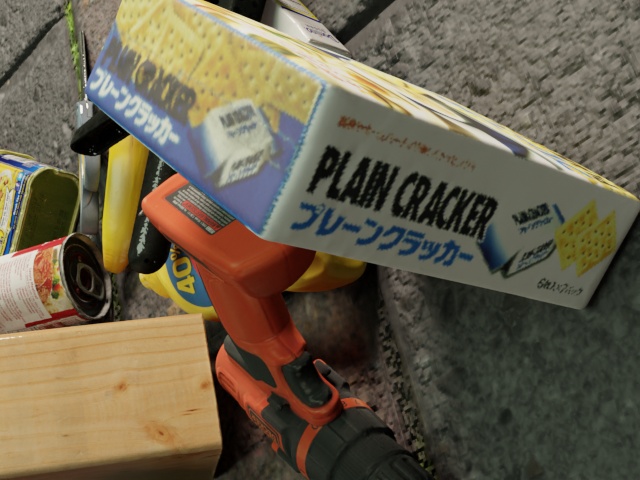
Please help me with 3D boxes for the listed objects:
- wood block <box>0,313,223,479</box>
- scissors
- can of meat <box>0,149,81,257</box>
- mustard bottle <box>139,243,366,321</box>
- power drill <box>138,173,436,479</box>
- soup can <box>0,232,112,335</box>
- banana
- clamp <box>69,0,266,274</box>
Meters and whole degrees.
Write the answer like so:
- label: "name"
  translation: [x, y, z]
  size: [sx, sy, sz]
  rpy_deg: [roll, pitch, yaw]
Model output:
- label: "wood block"
  translation: [-0.172, 0.111, 0.667]
  size: [0.091, 0.206, 0.090]
  rpy_deg: [109, 152, -62]
- label: "scissors"
  translation: [-0.189, -0.105, 0.862]
  size: [0.096, 0.016, 0.202]
  rpy_deg: [127, 140, -65]
- label: "can of meat"
  translation: [-0.251, -0.020, 0.904]
  size: [0.084, 0.057, 0.102]
  rpy_deg: [17, 93, 46]
- label: "mustard bottle"
  translation: [-0.055, 0.001, 0.688]
  size: [0.192, 0.058, 0.096]
  rpy_deg: [-21, 73, 43]
- label: "power drill"
  translation: [-0.016, 0.057, 0.559]
  size: [0.185, 0.057, 0.187]
  rpy_deg: [33, 149, 44]
- label: "soup can"
  translation: [-0.222, 0.040, 0.824]
  size: [0.102, 0.068, 0.068]
  rpy_deg: [-16, 68, 18]
- label: "banana"
  translation: [-0.148, -0.076, 0.824]
  size: [0.070, 0.037, 0.198]
  rpy_deg: [138, 133, -62]
- label: "clamp"
  translation: [-0.091, -0.091, 0.695]
  size: [0.210, 0.036, 0.165]
  rpy_deg: [-52, 44, 23]
